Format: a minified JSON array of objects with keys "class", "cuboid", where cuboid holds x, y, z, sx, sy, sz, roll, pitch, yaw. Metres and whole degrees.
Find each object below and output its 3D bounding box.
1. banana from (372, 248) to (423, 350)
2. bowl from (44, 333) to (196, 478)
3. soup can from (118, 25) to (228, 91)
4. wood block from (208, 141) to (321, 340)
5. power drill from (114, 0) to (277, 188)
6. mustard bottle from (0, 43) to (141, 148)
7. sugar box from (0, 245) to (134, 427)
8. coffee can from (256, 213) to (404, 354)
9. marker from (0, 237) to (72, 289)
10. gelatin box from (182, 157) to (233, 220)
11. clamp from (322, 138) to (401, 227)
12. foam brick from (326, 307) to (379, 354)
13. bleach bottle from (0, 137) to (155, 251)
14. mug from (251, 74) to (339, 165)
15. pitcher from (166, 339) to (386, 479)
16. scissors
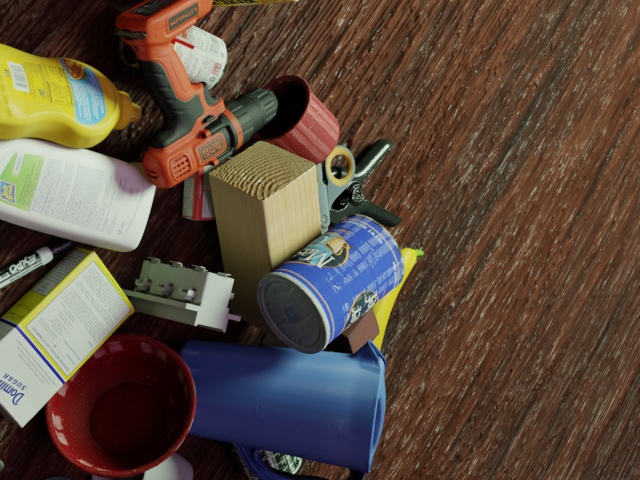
[{"class":"banana","cuboid":[0.093,0.086,1.492,0.069,0.037,0.197,41,70,-40]},{"class":"bowl","cuboid":[-0.213,0.185,1.158,0.162,0.162,0.055,-54,164,-23]},{"class":"soup can","cuboid":[-0.159,-0.207,1.164,0.102,0.069,0.068,18,86,-45]},{"class":"wood block","cuboid":[-0.058,0.001,1.253,0.090,0.091,0.206,-36,137,-34]},{"class":"power drill","cuboid":[-0.127,-0.170,1.117,0.184,0.057,0.187,-39,128,-35]},{"class":"mustard bottle","cuboid":[-0.261,-0.140,1.071,0.191,0.058,0.096,4,57,-46]},{"class":"sugar box","cuboid":[-0.285,0.099,1.119,0.176,0.048,0.093,-46,126,-24]},{"class":"coffee can","cuboid":[0.013,0.048,1.202,0.140,0.103,0.103,-37,122,-35]},{"class":"marker","cuboid":[-0.307,0.027,1.100,0.120,0.020,0.020,-33,120,-35]},{"class":"gelatin box","cuboid":[-0.120,-0.062,1.258,0.089,0.030,0.073,-4,101,-47]},{"class":"clamp","cuboid":[0.042,-0.073,1.410,0.171,0.039,0.120,-5,91,-42]},{"class":"foam brick","cuboid":[0.023,0.099,1.272,0.053,0.078,0.051,-48,142,-25]},{"class":"bleach bottle","cuboid":[-0.288,-0.064,1.072,0.250,0.068,0.102,20,80,-42]},{"class":"mug","cuboid":[-0.035,-0.129,1.288,0.081,0.093,0.117,40,73,-47]},{"class":"pitcher","cuboid":[-0.048,0.193,1.227,0.145,0.243,0.149,87,13,-54]},{"class":"scissors","cuboid":[0.016,-0.037,1.350,0.096,0.016,0.202,-15,86,-26]}]
